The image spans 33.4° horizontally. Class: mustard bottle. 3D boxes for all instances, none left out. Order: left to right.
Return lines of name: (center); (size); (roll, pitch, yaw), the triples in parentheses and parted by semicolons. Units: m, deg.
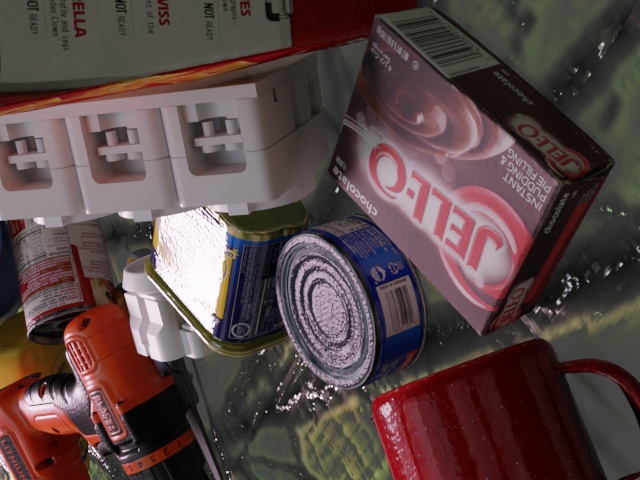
mustard bottle: (-0.239, 0.161, 0.924); (0.058, 0.096, 0.192); (-1, 111, 10)

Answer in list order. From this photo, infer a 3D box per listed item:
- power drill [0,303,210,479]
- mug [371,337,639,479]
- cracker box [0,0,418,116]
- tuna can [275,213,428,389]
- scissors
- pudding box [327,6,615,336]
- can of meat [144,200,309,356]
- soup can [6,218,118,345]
power drill: (-0.158, 0.149, 0.771); (0.188, 0.057, 0.184); (-25, 91, 44)
mug: (0.081, 0.086, 0.438); (0.117, 0.093, 0.081); (-25, 78, 26)
cracker box: (-0.077, -0.144, 0.428); (0.072, 0.213, 0.164); (0, 105, 57)
tuna can: (0.014, 0.032, 0.545); (0.086, 0.033, 0.086); (30, 129, 45)
scissors: (-0.109, 0.105, 0.773); (0.096, 0.016, 0.202); (-13, 94, 58)
pudding box: (0.057, -0.030, 0.447); (0.114, 0.039, 0.090); (50, 142, 29)
can of meat: (-0.054, 0.001, 0.608); (0.102, 0.057, 0.084); (43, 135, 36)
soup can: (-0.191, 0.018, 0.788); (0.069, 0.068, 0.102); (-46, 55, 54)
